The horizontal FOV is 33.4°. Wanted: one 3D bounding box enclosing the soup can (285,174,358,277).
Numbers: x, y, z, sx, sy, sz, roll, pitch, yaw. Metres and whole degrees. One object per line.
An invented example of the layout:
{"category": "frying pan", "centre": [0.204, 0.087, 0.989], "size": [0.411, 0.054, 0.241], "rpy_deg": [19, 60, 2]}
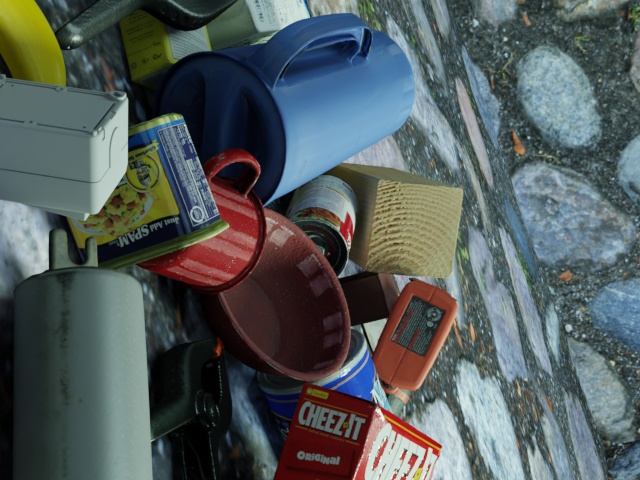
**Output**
{"category": "soup can", "centre": [-0.002, -0.012, 1.000], "size": [0.102, 0.069, 0.068], "rpy_deg": [-74, 144, -61]}

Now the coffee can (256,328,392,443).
{"category": "coffee can", "centre": [0.015, 0.164, 0.959], "size": [0.102, 0.103, 0.140], "rpy_deg": [-64, 135, -65]}

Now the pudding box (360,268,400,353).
{"category": "pudding box", "centre": [0.079, 0.092, 1.326], "size": [0.090, 0.039, 0.113], "rpy_deg": [-63, 135, -64]}

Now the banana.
{"category": "banana", "centre": [-0.208, -0.146, 0.654], "size": [0.069, 0.037, 0.197], "rpy_deg": [-90, 157, -43]}

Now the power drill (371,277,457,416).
{"category": "power drill", "centre": [0.076, 0.126, 1.069], "size": [0.188, 0.057, 0.184], "rpy_deg": [101, 14, -73]}

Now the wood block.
{"category": "wood block", "centre": [0.065, -0.026, 1.112], "size": [0.206, 0.090, 0.091], "rpy_deg": [-148, -116, -73]}

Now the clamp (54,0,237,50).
{"category": "clamp", "centre": [-0.137, -0.204, 0.826], "size": [0.209, 0.036, 0.164], "rpy_deg": [10, 66, -45]}

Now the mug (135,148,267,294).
{"category": "mug", "centre": [-0.091, -0.020, 0.788], "size": [0.093, 0.117, 0.081], "rpy_deg": [49, 12, 26]}

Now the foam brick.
{"category": "foam brick", "centre": [0.042, 0.064, 1.172], "size": [0.053, 0.078, 0.051], "rpy_deg": [-20, 96, -72]}

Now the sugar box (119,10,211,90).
{"category": "sugar box", "centre": [-0.141, -0.214, 0.910], "size": [0.093, 0.048, 0.176], "rpy_deg": [14, 59, -69]}

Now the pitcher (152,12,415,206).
{"category": "pitcher", "centre": [-0.013, -0.121, 0.915], "size": [0.242, 0.149, 0.145], "rpy_deg": [-29, 115, -51]}

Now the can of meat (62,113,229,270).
{"category": "can of meat", "centre": [-0.124, -0.030, 0.708], "size": [0.057, 0.102, 0.084], "rpy_deg": [-39, 110, -70]}

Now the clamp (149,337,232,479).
{"category": "clamp", "centre": [-0.097, 0.123, 0.759], "size": [0.171, 0.039, 0.120], "rpy_deg": [-95, 165, -50]}

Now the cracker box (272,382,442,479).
{"category": "cracker box", "centre": [0.014, 0.235, 0.812], "size": [0.164, 0.072, 0.213], "rpy_deg": [42, 64, -59]}

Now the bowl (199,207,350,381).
{"category": "bowl", "centre": [-0.048, 0.053, 0.896], "size": [0.162, 0.055, 0.162], "rpy_deg": [33, 40, -33]}
